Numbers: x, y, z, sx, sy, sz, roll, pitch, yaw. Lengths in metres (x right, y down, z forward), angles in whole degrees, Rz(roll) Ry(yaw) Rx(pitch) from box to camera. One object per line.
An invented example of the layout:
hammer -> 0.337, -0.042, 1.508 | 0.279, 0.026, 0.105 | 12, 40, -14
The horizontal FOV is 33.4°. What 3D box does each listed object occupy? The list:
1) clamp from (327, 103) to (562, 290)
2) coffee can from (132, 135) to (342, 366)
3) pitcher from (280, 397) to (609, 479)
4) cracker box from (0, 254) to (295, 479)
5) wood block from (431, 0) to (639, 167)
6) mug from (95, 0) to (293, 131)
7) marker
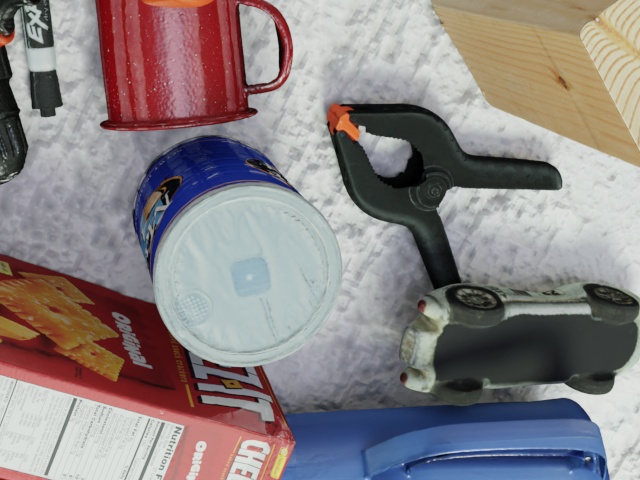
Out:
clamp -> 0.069, -0.028, 0.710 | 0.171, 0.039, 0.120 | 25, 96, -20
coffee can -> -0.054, 0.001, 0.631 | 0.102, 0.140, 0.103 | -4, 107, -13
pitcher -> 0.064, 0.167, 0.715 | 0.242, 0.145, 0.149 | 2, 103, -12
cracker box -> -0.135, 0.079, 0.621 | 0.213, 0.164, 0.072 | 19, 103, -19
wood block -> 0.153, -0.119, 0.613 | 0.090, 0.206, 0.090 | -36, 112, -2
mug -> -0.074, -0.111, 0.617 | 0.117, 0.093, 0.081 | -2, 103, 9
marker -> -0.167, -0.133, 0.627 | 0.020, 0.020, 0.121 | -7, 108, -13
